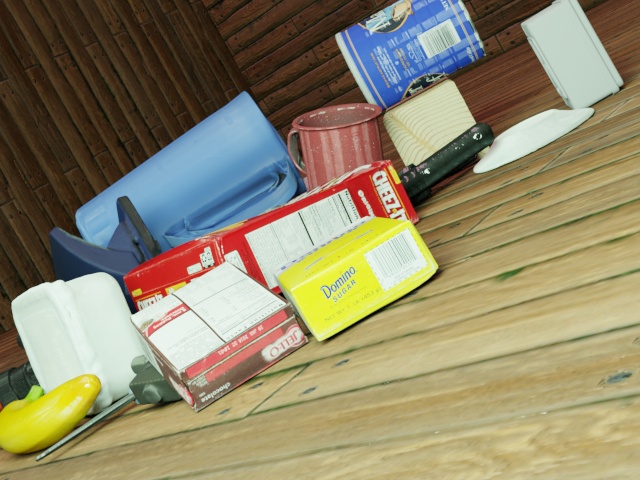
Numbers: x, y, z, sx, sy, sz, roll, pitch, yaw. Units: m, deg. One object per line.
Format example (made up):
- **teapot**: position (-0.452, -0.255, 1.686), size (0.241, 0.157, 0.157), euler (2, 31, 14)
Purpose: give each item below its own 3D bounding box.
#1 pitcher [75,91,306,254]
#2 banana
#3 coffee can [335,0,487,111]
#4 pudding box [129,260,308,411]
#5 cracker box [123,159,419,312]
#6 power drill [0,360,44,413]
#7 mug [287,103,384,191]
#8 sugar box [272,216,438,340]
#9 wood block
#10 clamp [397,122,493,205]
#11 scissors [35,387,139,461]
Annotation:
- **pitcher**: position (-0.142, -0.046, 1.188), size (0.243, 0.145, 0.149), euler (-33, -8, -3)
- **banana**: position (-0.232, 0.142, 0.871), size (0.198, 0.037, 0.069), euler (-16, 45, 59)
- **coffee can**: position (0.102, -0.220, 1.202), size (0.140, 0.103, 0.102), euler (-28, 7, 10)
- **pudding box**: position (-0.074, 0.063, 0.743), size (0.090, 0.039, 0.114), euler (-30, 28, -17)
- **cracker box**: position (-0.045, 0.007, 0.954), size (0.213, 0.072, 0.164), euler (-26, 4, -38)
- **power drill**: position (-0.349, 0.183, 1.054), size (0.184, 0.057, 0.187), euler (-32, 3, 11)
- **mug**: position (0.013, -0.091, 1.104), size (0.117, 0.081, 0.093), euler (5, 24, 36)
- **sugar box**: position (0.018, 0.021, 0.767), size (0.093, 0.048, 0.176), euler (-30, 8, -5)
- **wood block**: position (0.132, -0.129, 1.241), size (0.090, 0.091, 0.206), euler (-28, 7, 9)
- **clamp**: position (0.098, -0.059, 1.071), size (0.171, 0.039, 0.120), euler (-32, -9, 7)
- **scissors**: position (-0.122, 0.109, 0.826), size (0.096, 0.016, 0.201), euler (-23, 9, 44)
